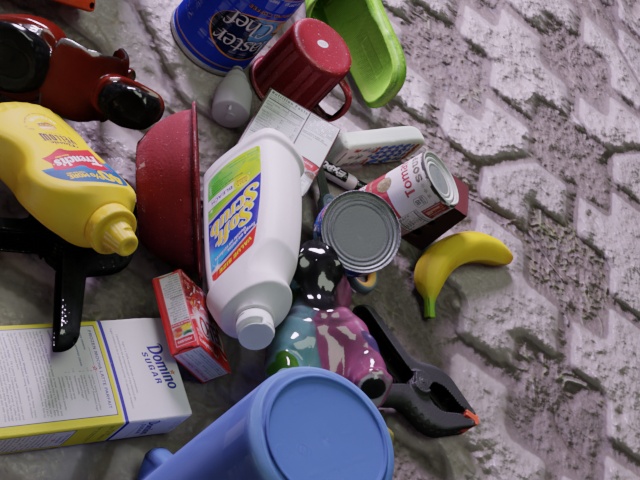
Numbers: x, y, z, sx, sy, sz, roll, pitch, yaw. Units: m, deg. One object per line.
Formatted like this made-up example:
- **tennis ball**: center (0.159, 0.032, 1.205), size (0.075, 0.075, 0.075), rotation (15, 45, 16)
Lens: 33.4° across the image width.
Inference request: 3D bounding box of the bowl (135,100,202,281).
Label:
- **bowl**: center (-0.135, -0.043, 0.956), size (0.055, 0.162, 0.162), rotation (-2, 56, -6)

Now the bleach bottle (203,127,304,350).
- **bleach bottle**: center (-0.056, 0.001, 0.953), size (0.068, 0.103, 0.251), rotation (46, 19, -30)

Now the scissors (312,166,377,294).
- **scissors**: center (0.022, -0.026, 1.145), size (0.096, 0.016, 0.201), rotation (24, 52, -32)

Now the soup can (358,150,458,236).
- **soup can**: center (0.088, -0.043, 1.140), size (0.068, 0.102, 0.068), rotation (40, 34, -34)

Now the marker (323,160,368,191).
- **marker**: center (0.011, -0.076, 1.184), size (0.121, 0.020, 0.020), rotation (29, 45, -23)

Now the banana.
- **banana**: center (0.160, 0.025, 1.229), size (0.197, 0.037, 0.069), rotation (-27, 107, -46)

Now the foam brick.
- **foam brick**: center (0.124, -0.038, 1.209), size (0.053, 0.078, 0.051), rotation (32, 42, -19)

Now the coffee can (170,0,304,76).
- **coffee can**: center (-0.083, -0.259, 1.146), size (0.102, 0.141, 0.103), rotation (23, 47, -27)

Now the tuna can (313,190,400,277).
- **tuna can**: center (0.036, -0.006, 1.086), size (0.086, 0.034, 0.086), rotation (4, 77, -17)

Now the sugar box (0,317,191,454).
- **sugar box**: center (-0.194, 0.112, 0.840), size (0.175, 0.048, 0.093), rotation (4, 58, -44)

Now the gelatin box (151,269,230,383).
- **gelatin box**: center (-0.109, 0.075, 0.919), size (0.089, 0.030, 0.073), rotation (60, 11, -63)

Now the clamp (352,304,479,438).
- **clamp**: center (0.088, 0.138, 1.075), size (0.171, 0.039, 0.120), rotation (30, 49, -29)

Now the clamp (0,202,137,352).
- **clamp**: center (-0.210, 0.011, 0.884), size (0.165, 0.036, 0.209), rotation (39, 30, 16)

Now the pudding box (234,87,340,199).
- **pudding box**: center (-0.041, -0.093, 1.113), size (0.090, 0.039, 0.113), rotation (30, 53, -5)

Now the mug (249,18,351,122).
- **mug**: center (-0.011, -0.186, 1.199), size (0.117, 0.082, 0.093), rotation (49, 41, 0)

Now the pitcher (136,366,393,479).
- **pitcher**: center (-0.048, 0.196, 0.752), size (0.149, 0.243, 0.145), rotation (33, 46, -10)

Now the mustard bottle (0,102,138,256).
- **mustard bottle**: center (-0.208, -0.046, 0.877), size (0.096, 0.058, 0.192), rotation (5, 29, -50)
